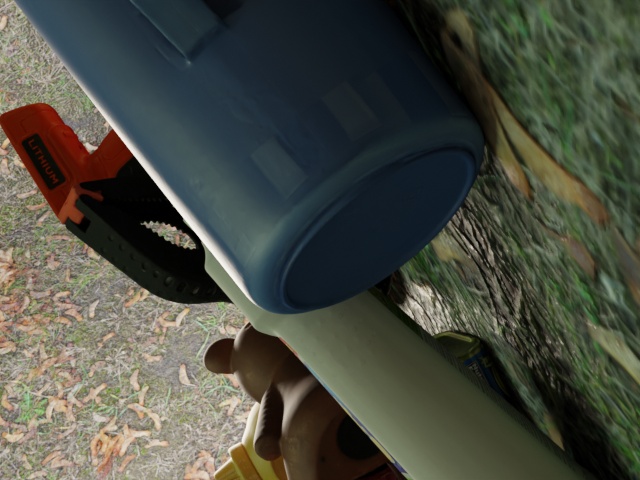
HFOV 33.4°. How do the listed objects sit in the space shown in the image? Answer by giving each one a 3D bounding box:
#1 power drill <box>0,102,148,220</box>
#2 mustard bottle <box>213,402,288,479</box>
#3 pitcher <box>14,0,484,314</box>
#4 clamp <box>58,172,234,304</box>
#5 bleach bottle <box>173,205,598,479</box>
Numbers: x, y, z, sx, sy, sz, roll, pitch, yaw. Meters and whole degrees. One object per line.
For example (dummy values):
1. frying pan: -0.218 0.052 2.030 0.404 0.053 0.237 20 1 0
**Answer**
1. power drill: -0.135 -0.110 0.764 0.184 0.188 0.057 58 -168 8
2. mustard bottle: -0.002 0.152 0.885 0.096 0.191 0.058 63 173 -31
3. pitcher: -0.049 -0.094 0.430 0.243 0.149 0.145 53 143 22
4. clamp: -0.054 0.001 0.660 0.209 0.036 0.164 22 -142 -18
5. bleach bottle: 0.031 0.061 0.505 0.251 0.068 0.102 45 179 -5
